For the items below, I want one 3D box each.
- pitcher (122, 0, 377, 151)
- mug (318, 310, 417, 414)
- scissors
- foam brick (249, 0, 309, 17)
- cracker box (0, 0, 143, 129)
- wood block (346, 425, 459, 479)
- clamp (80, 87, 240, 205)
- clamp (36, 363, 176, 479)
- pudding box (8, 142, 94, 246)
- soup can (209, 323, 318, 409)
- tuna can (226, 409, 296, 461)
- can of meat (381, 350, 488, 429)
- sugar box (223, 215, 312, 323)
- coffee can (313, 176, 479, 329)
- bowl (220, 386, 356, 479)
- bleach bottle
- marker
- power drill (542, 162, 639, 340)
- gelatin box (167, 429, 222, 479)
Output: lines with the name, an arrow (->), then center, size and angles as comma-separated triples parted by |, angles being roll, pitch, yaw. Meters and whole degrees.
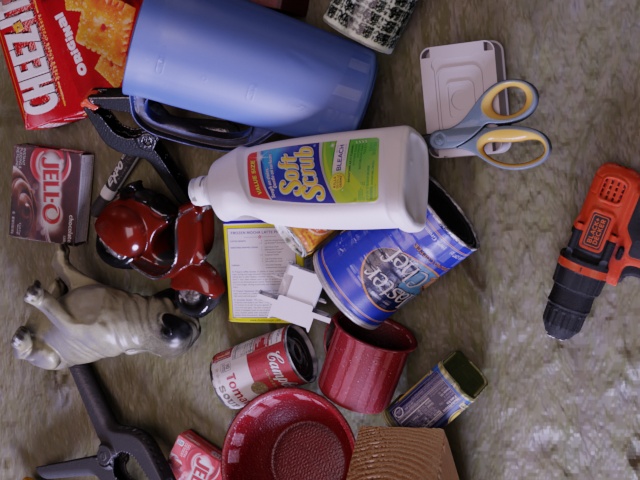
pitcher -> -0.074, -0.169, 1.085 | 0.242, 0.149, 0.145 | 17, 75, -7
mug -> 0.039, 0.125, 1.139 | 0.117, 0.093, 0.081 | 37, 116, 44
scissors -> 0.127, -0.117, 1.044 | 0.202, 0.016, 0.096 | 11, 99, 19
foam brick -> -0.047, -0.268, 1.118 | 0.051, 0.078, 0.053 | 15, 100, 18
cracker box -> -0.254, -0.231, 1.200 | 0.214, 0.072, 0.164 | -15, 93, 21
wood block -> 0.095, 0.284, 1.073 | 0.090, 0.090, 0.206 | -1, 135, 20
clamp -> -0.175, -0.121, 1.166 | 0.171, 0.039, 0.120 | 36, 115, -19
clamp -> -0.253, 0.259, 1.269 | 0.210, 0.036, 0.165 | 34, 110, 26
pudding box -> -0.318, -0.055, 1.264 | 0.090, 0.039, 0.113 | 8, 100, 18
soup can -> -0.063, 0.141, 1.182 | 0.102, 0.068, 0.068 | -23, 89, 21
tuna can -> -0.063, 0.225, 1.211 | 0.086, 0.033, 0.086 | 3, 98, 20
can of meat -> 0.120, 0.163, 1.101 | 0.084, 0.102, 0.057 | -45, 80, 17
sugar box -> -0.057, 0.001, 1.173 | 0.093, 0.048, 0.176 | -1, 94, 16
coffee can -> 0.077, 0.010, 1.095 | 0.140, 0.102, 0.103 | -40, 83, 20
bowl -> -0.024, 0.238, 1.139 | 0.162, 0.055, 0.162 | -4, 80, 24
bleach bottle -> -0.020, -0.051, 1.057 | 0.251, 0.068, 0.102 | -4, 72, 28
marker -> -0.234, -0.076, 1.241 | 0.020, 0.020, 0.121 | 39, 108, 11
power drill -> 0.324, 0.037, 1.033 | 0.188, 0.057, 0.184 | 22, 104, 16
gelatin box -> -0.148, 0.277, 1.250 | 0.073, 0.030, 0.089 | 31, 107, 14
